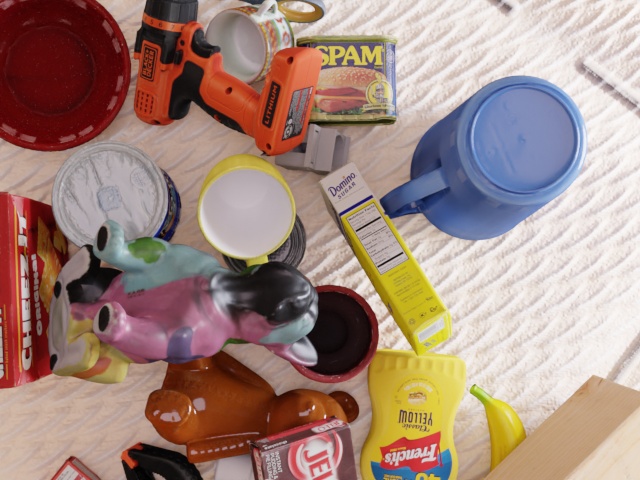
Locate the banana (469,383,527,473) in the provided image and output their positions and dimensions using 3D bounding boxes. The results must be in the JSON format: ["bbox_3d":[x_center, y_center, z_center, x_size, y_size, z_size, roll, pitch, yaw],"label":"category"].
[{"bbox_3d":[0.170,0.244,1.065,0.069,0.037,0.198,7,88,6],"label":"banana"}]

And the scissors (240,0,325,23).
[{"bbox_3d":[-0.082,-0.241,1.075,0.202,0.096,0.016,-3,66,28],"label":"scissors"}]

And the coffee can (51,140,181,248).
[{"bbox_3d":[-0.189,-0.035,1.010,0.103,0.140,0.103,0,88,-2],"label":"coffee can"}]

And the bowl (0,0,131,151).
[{"bbox_3d":[-0.267,-0.168,1.047,0.162,0.055,0.162,-1,95,-9],"label":"bowl"}]

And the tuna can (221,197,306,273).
[{"bbox_3d":[-0.057,0.001,1.066,0.086,0.034,0.086,0,88,-2],"label":"tuna can"}]

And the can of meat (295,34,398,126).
[{"bbox_3d":[0.027,-0.158,1.064,0.102,0.057,0.084,-1,90,-2],"label":"can of meat"}]

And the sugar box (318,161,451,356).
[{"bbox_3d":[0.061,0.018,1.015,0.048,0.093,0.176,-32,69,-4],"label":"sugar box"}]

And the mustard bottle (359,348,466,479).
[{"bbox_3d":[0.088,0.206,1.052,0.096,0.058,0.191,5,88,-2],"label":"mustard bottle"}]

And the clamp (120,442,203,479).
[{"bbox_3d":[-0.133,0.272,1.040,0.172,0.039,0.120,36,104,19],"label":"clamp"}]

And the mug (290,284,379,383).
[{"bbox_3d":[-0.003,0.084,1.041,0.117,0.081,0.093,26,87,-1],"label":"mug"}]

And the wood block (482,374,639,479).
[{"bbox_3d":[0.235,0.236,1.012,0.206,0.091,0.090,-40,109,-14],"label":"wood block"}]

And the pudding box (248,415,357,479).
[{"bbox_3d":[-0.012,0.227,0.978,0.089,0.039,0.113,-14,106,-22],"label":"pudding box"}]

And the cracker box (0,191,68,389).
[{"bbox_3d":[-0.281,0.045,0.967,0.072,0.214,0.164,-3,88,-2],"label":"cracker box"}]

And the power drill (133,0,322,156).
[{"bbox_3d":[-0.091,-0.173,1.003,0.188,0.057,0.184,26,120,25],"label":"power drill"}]

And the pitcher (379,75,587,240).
[{"bbox_3d":[0.150,-0.069,0.970,0.145,0.243,0.149,25,86,1],"label":"pitcher"}]
